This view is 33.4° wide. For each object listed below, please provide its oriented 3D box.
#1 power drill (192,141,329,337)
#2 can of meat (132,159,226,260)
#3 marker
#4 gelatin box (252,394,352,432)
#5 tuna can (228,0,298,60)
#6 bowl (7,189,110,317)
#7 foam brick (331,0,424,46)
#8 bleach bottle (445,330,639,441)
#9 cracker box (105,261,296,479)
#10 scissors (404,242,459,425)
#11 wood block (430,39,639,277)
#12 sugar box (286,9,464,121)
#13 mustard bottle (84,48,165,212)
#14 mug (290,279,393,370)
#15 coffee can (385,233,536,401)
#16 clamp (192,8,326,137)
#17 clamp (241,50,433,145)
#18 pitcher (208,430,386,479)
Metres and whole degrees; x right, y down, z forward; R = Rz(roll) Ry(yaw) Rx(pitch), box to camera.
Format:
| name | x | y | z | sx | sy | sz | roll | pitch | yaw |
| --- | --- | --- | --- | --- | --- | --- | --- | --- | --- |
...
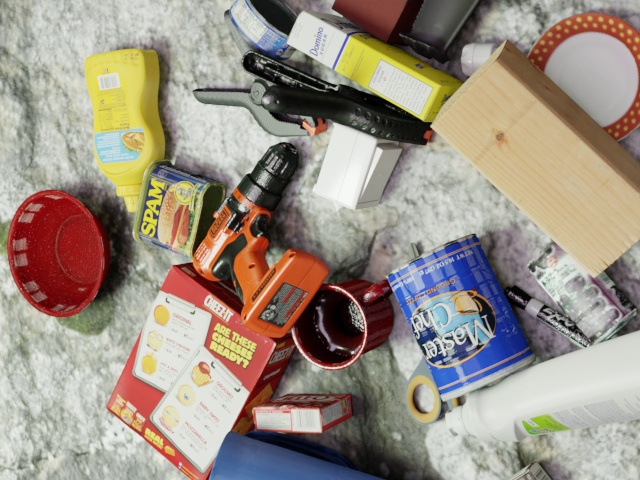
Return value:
| name | x | y | z | sx | sy | sz | roll | pitch | yaw |
| --- | --- | --- | --- | --- | --- | --- | --- | --- | --- |
| power drill | -0.058 | 0.001 | 1.162 | 0.184 | 0.057 | 0.188 | -56 | 35 | 16 |
| can of meat | -0.166 | -0.035 | 1.262 | 0.084 | 0.057 | 0.102 | 20 | 106 | 23 |
| marker | 0.237 | 0.081 | 1.073 | 0.121 | 0.020 | 0.020 | 33 | 111 | 22 |
| gelatin box | -0.020 | 0.192 | 1.198 | 0.089 | 0.073 | 0.030 | -4 | 93 | 30 |
| tuna can | -0.057 | -0.236 | 1.159 | 0.034 | 0.086 | 0.086 | -46 | 74 | 27 |
| bowl | -0.320 | 0.014 | 1.353 | 0.162 | 0.055 | 0.162 | 4 | 98 | 29 |
| foam brick | 0.062 | -0.244 | 1.111 | 0.078 | 0.052 | 0.051 | 36 | 112 | 20 |
| bleach bottle | 0.234 | 0.150 | 1.038 | 0.251 | 0.102 | 0.068 | -19 | 52 | 30 |
| cracker box | -0.140 | 0.156 | 1.262 | 0.164 | 0.072 | 0.214 | 35 | 110 | 21 |
| scissors | 0.108 | 0.112 | 1.150 | 0.096 | 0.016 | 0.202 | -31 | 81 | 28 |
| wood block | 0.213 | -0.077 | 0.991 | 0.206 | 0.090 | 0.091 | 43 | 117 | -3 |
| sugar box | 0.061 | -0.180 | 1.096 | 0.176 | 0.093 | 0.048 | 35 | 110 | 21 |
| mustard bottle | -0.232 | -0.130 | 1.285 | 0.096 | 0.058 | 0.191 | -2 | 95 | 31 |
| mug | 0.035 | 0.079 | 1.149 | 0.117 | 0.081 | 0.093 | -45 | 75 | 26 |
| coffee can | 0.141 | 0.077 | 1.076 | 0.103 | 0.102 | 0.140 | -29 | 81 | 29 |
| clamp | -0.063 | -0.179 | 1.193 | 0.172 | 0.039 | 0.120 | 28 | 125 | 18 |
| clamp | 0.017 | -0.144 | 1.100 | 0.036 | 0.209 | 0.165 | -69 | 25 | 19 |
| pitcher | -0.002 | 0.290 | 1.148 | 0.243 | 0.145 | 0.149 | 13 | 75 | 5 |
